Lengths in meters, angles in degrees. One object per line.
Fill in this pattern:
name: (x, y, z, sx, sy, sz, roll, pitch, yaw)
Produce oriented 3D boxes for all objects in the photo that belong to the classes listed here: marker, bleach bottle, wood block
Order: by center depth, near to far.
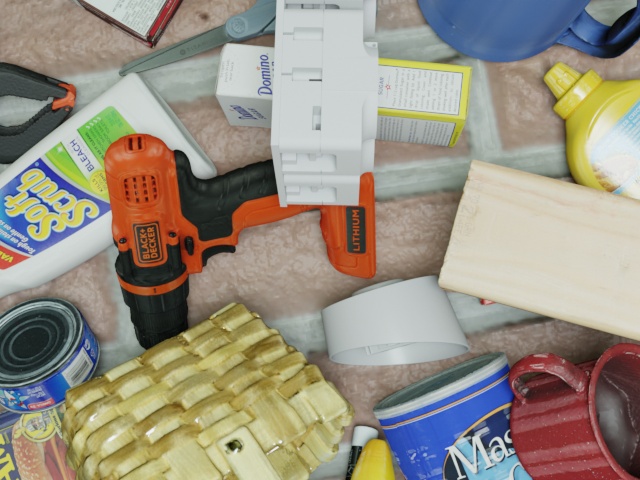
wood block: (0.193, 0.017, 0.718, 0.206, 0.090, 0.090, 15, 89, 13)
marker: (0.023, 0.197, 0.781, 0.020, 0.020, 0.121, 10, 67, 3)
bleach bottle: (-0.205, -0.012, 0.802, 0.251, 0.068, 0.102, -38, 84, 3)

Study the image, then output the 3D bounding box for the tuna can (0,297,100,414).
tuna can: (-0.209, 0.083, 0.787, 0.086, 0.034, 0.086, -9, 45, 9)

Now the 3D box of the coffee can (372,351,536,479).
coffee can: (0.112, 0.163, 0.756, 0.103, 0.103, 0.140, -24, 87, 2)

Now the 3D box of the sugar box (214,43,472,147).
sugar box: (0.017, -0.105, 0.777, 0.176, 0.093, 0.048, 9, 83, 3)

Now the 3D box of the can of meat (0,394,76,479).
can of meat: (-0.207, 0.167, 0.797, 0.084, 0.057, 0.102, -22, 87, -1)

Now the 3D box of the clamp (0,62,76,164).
clamp: (-0.269, -0.080, 0.813, 0.171, 0.039, 0.120, -6, 122, -5)

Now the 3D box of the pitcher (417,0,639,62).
pitcher: (0.153, -0.204, 0.700, 0.149, 0.243, 0.145, -6, 86, -4)

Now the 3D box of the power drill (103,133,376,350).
power drill: (-0.055, 0.001, 0.769, 0.187, 0.057, 0.184, -8, 128, -8)

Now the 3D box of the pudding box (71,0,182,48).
pudding box: (-0.154, -0.215, 0.819, 0.113, 0.039, 0.090, 31, 89, 2)

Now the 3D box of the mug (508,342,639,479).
mug: (0.170, 0.114, 0.695, 0.117, 0.082, 0.093, 38, 56, -19)

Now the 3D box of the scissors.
scissors: (-0.058, -0.182, 0.815, 0.201, 0.016, 0.096, -6, 83, -3)
